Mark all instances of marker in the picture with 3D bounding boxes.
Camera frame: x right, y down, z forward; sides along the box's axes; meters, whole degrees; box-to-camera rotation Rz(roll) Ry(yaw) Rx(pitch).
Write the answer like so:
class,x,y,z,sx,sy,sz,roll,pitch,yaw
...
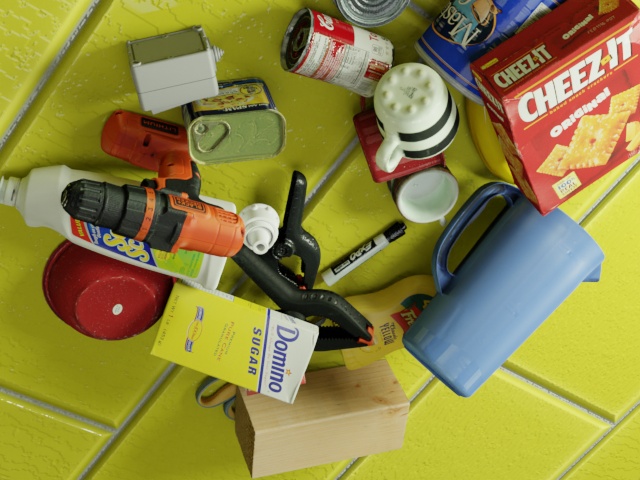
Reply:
class,x,y,z,sx,sy,sz,roll,pitch,yaw
marker,0.054,0.015,1.305,0.121,0.020,0.020,-35,126,10

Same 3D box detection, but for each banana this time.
class,x,y,z,sx,sy,sz,roll,pitch,yaw
banana,0.208,-0.124,1.242,0.069,0.037,0.197,-46,127,-6

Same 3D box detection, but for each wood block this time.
class,x,y,z,sx,sy,sz,roll,pitch,yaw
wood block,0.000,0.229,1.385,0.205,0.090,0.091,-8,129,-17

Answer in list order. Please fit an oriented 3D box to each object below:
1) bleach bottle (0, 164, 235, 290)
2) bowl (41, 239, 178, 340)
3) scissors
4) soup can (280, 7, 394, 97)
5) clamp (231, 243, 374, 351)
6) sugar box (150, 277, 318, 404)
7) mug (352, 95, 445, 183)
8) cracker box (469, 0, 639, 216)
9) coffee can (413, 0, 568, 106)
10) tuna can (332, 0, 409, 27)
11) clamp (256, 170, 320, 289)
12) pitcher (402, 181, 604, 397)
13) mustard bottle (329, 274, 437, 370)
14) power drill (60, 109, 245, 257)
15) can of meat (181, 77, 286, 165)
class,x,y,z,sx,sy,sz,roll,pitch,yaw
bleach bottle,-0.224,-0.021,1.164,0.250,0.068,0.103,13,123,-12
bowl,-0.239,0.062,1.235,0.162,0.055,0.162,-8,127,-11
scissors,-0.065,0.173,1.387,0.202,0.016,0.096,-26,129,4
soup can,0.018,-0.195,1.116,0.102,0.068,0.069,15,119,-25
clamp,-0.040,0.092,1.284,0.210,0.036,0.165,22,132,-11
sugar box,-0.099,0.116,1.237,0.176,0.048,0.093,20,98,-2
mug,0.082,-0.124,1.179,0.081,0.093,0.117,-19,100,3
cracker box,0.265,-0.143,1.122,0.164,0.072,0.213,-33,142,1
coffee can,0.180,-0.227,1.116,0.102,0.103,0.140,28,113,-30
tuna can,0.052,-0.264,1.097,0.086,0.034,0.086,-7,126,-11
clamp,-0.058,0.002,1.254,0.120,0.039,0.171,-11,125,7
pitcher,0.204,0.058,1.272,0.243,0.149,0.145,-48,149,-3
mustard bottle,0.110,0.094,1.352,0.191,0.058,0.096,-19,122,-2
power drill,-0.177,-0.060,1.083,0.184,0.188,0.057,16,120,-27
can of meat,-0.094,-0.128,1.122,0.102,0.084,0.057,-8,126,-11
